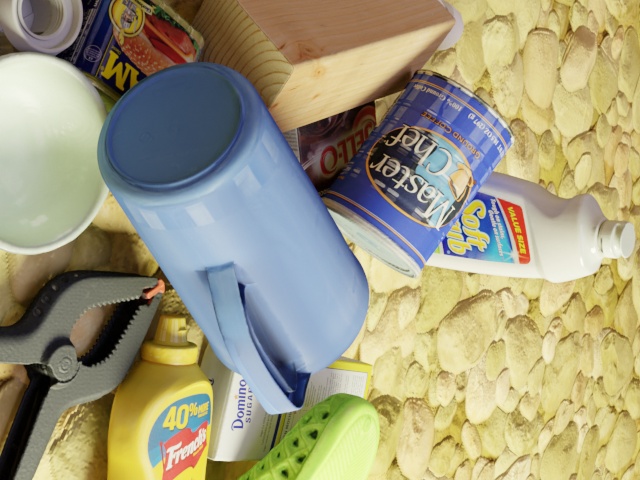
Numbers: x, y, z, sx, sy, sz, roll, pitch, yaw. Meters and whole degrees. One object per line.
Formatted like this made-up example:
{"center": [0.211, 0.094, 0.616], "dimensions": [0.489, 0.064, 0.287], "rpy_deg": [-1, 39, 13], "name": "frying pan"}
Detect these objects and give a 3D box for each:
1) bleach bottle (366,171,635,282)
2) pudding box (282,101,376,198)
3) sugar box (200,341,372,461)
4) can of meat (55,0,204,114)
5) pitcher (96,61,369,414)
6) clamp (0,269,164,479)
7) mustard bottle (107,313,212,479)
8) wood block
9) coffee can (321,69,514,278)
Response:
{"center": [0.150, -0.021, 0.932], "dimensions": [0.067, 0.251, 0.102], "rpy_deg": [-5, 100, -50], "name": "bleach bottle"}
{"center": [0.004, -0.087, 0.913], "dimensions": [0.113, 0.039, 0.090], "rpy_deg": [-25, 116, -45], "name": "pudding box"}
{"center": [-0.032, 0.138, 0.901], "dimensions": [0.175, 0.048, 0.093], "rpy_deg": [16, 87, -47], "name": "sugar box"}
{"center": [-0.133, -0.122, 0.730], "dimensions": [0.102, 0.058, 0.084], "rpy_deg": [37, 65, -47], "name": "can of meat"}
{"center": [-0.055, 0.001, 0.729], "dimensions": [0.145, 0.149, 0.242], "rpy_deg": [-49, 148, -14], "name": "pitcher"}
{"center": [-0.183, 0.092, 0.719], "dimensions": [0.209, 0.036, 0.164], "rpy_deg": [-33, 120, -43], "name": "clamp"}
{"center": [-0.118, 0.149, 0.786], "dimensions": [0.096, 0.058, 0.191], "rpy_deg": [0, 97, -61], "name": "mustard bottle"}
{"center": [-0.001, -0.155, 0.833], "dimensions": [0.205, 0.090, 0.091], "rpy_deg": [-26, 72, -45], "name": "wood block"}
{"center": [0.078, -0.054, 0.880], "dimensions": [0.140, 0.103, 0.102], "rpy_deg": [-53, 135, -6], "name": "coffee can"}
